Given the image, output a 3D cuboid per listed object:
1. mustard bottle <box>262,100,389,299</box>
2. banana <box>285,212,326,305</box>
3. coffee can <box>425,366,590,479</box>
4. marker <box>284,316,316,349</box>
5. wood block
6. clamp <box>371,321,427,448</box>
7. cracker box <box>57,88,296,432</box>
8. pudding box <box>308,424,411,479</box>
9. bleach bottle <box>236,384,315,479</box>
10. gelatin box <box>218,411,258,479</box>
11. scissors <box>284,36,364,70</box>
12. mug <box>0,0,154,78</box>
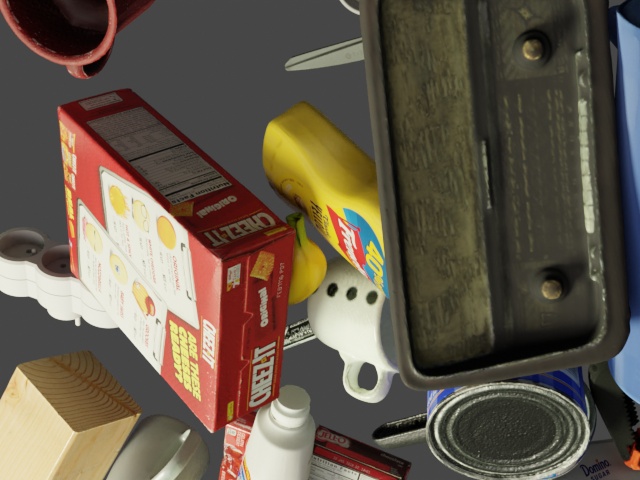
[{"bbox_3d":[0.039,-0.007,0.708,0.192,0.058,0.096,44,160,32],"label":"mustard bottle"},{"bbox_3d":[-0.047,0.018,0.805,0.198,0.037,0.069,-10,102,58],"label":"banana"},{"bbox_3d":[0.123,0.075,0.717,0.103,0.140,0.103,4,133,4],"label":"coffee can"},{"bbox_3d":[-0.034,0.084,0.897,0.121,0.020,0.020,-25,110,37],"label":"marker"},{"bbox_3d":[-0.266,0.214,1.008,0.091,0.090,0.206,42,116,23],"label":"wood block"},{"bbox_3d":[0.118,0.138,0.847,0.171,0.039,0.120,20,128,12],"label":"clamp"},{"bbox_3d":[-0.110,0.009,0.788,0.214,0.072,0.164,40,139,35],"label":"cracker box"},{"bbox_3d":[0.025,0.228,0.963,0.090,0.039,0.114,22,129,10],"label":"pudding box"},{"bbox_3d":[-0.047,0.220,0.924,0.068,0.102,0.251,9,124,-8],"label":"bleach bottle"},{"bbox_3d":[-0.053,0.201,0.986,0.073,0.030,0.089,20,131,11],"label":"gelatin box"},{"bbox_3d":[0.062,-0.149,0.681,0.202,0.016,0.096,6,125,22],"label":"scissors"},{"bbox_3d":[-0.159,-0.168,0.732,0.093,0.081,0.117,14,128,17],"label":"mug"}]
